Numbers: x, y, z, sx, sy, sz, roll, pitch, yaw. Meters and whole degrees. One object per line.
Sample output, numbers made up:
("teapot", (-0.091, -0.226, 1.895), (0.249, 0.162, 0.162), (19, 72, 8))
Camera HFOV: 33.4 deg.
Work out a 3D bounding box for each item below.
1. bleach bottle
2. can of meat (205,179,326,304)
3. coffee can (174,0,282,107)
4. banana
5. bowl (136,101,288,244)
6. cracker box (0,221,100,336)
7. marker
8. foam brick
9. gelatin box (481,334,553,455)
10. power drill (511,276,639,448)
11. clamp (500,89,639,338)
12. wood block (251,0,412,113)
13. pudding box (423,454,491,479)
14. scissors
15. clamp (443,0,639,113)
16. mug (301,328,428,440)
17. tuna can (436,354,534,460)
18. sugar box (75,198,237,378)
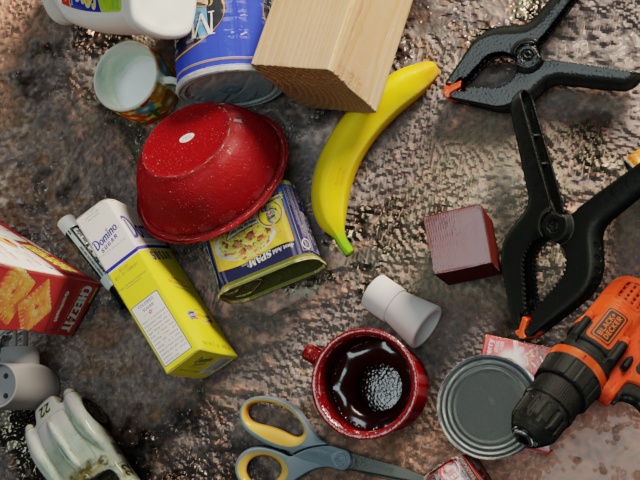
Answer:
("bleach bottle", (-0.211, -0.241, 1.037), (0.251, 0.067, 0.102), (9, 93, 52))
("can of meat", (-0.057, 0.001, 0.997), (0.102, 0.057, 0.084), (-23, 72, 12))
("coffee can", (-0.091, -0.208, 1.020), (0.103, 0.102, 0.140), (-9, 77, 16))
("banana", (0.040, -0.086, 0.993), (0.069, 0.037, 0.198), (25, 89, 7))
("bowl", (-0.113, -0.077, 0.994), (0.162, 0.055, 0.162), (-15, 48, 17))
("cracker box", (-0.334, 0.021, 0.999), (0.164, 0.213, 0.072), (29, 92, 20))
("marker", (-0.223, 0.023, 1.066), (0.020, 0.020, 0.121), (-43, 71, 6))
("foam brick", (0.124, 0.005, 0.926), (0.051, 0.078, 0.053), (-12, 77, 14))
("gelatin box", (0.169, 0.132, 0.914), (0.073, 0.030, 0.089), (11, 84, 20))
("power drill", (0.263, 0.134, 0.834), (0.188, 0.057, 0.184), (37, 61, 16))
("clamp", (0.213, -0.014, 0.895), (0.165, 0.036, 0.210), (16, 98, 41))
("wood block", (0.026, -0.230, 0.972), (0.091, 0.090, 0.206), (10, 76, 36))
("pudding box", (0.136, 0.231, 0.875), (0.039, 0.090, 0.113), (-34, 73, 11))
("scissors", (0.005, 0.211, 0.961), (0.202, 0.016, 0.096), (28, 91, 20))
("clamp", (0.191, -0.174, 0.957), (0.172, 0.039, 0.120), (-12, 75, 16))
("mug", (0.037, 0.122, 0.931), (0.117, 0.081, 0.093), (22, 88, 20))
("tuna can", (0.142, 0.138, 0.887), (0.086, 0.033, 0.086), (-3, 80, 19))
("sugar box", (-0.153, 0.045, 1.000), (0.048, 0.093, 0.176), (-35, 72, 8))
